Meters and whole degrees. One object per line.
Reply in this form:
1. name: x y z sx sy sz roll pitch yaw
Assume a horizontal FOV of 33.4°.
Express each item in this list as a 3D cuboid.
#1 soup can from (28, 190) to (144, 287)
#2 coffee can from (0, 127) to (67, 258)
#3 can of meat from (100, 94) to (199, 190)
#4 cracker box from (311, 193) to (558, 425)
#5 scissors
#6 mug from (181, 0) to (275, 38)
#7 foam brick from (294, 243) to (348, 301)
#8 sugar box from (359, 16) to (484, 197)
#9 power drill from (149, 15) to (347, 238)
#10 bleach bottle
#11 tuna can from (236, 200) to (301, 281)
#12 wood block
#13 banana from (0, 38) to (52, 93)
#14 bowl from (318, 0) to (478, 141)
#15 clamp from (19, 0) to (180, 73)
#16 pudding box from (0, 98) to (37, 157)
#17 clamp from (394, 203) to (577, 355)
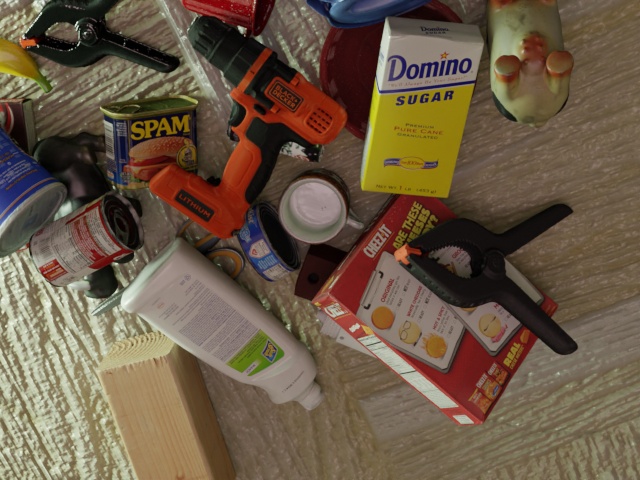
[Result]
1. soup can: -0.246 0.000 1.121 0.102 0.068 0.068 -26 104 19
2. coffee can: -0.351 -0.065 1.114 0.140 0.102 0.103 43 108 4
3. can of meat: -0.180 -0.105 1.141 0.101 0.058 0.084 -13 115 -32
4. cracker box: 0.123 0.068 1.135 0.213 0.072 0.164 40 69 -7
5. scissors: -0.168 0.049 1.230 0.096 0.016 0.202 42 108 -8
6. mug: -0.092 -0.255 1.090 0.081 0.093 0.117 18 137 5
7. foam brick: 0.015 0.042 1.188 0.078 0.051 0.053 19 109 0
8. sugar box: 0.096 -0.128 1.050 0.093 0.048 0.176 4 128 -6
9. power drill: -0.094 -0.111 1.086 0.184 0.057 0.188 36 105 -5
10. bleach bottle: -0.099 0.112 1.209 0.103 0.068 0.250 -43 108 12
11. tuna can: -0.058 0.001 1.165 0.034 0.086 0.086 -28 103 16
12. wood block: -0.177 0.216 1.248 0.091 0.090 0.206 -14 106 9
13. banana: -0.396 -0.189 1.166 0.198 0.037 0.069 -2 106 7
14. bowl: 0.081 -0.180 1.105 0.162 0.055 0.162 2 108 6
15. clamp: -0.233 -0.218 1.135 0.172 0.039 0.120 -13 111 22
16. pudding box: -0.363 -0.101 1.190 0.090 0.039 0.113 -2 108 7
17. clamp: 0.179 0.018 1.106 0.209 0.036 0.164 15 68 -16
